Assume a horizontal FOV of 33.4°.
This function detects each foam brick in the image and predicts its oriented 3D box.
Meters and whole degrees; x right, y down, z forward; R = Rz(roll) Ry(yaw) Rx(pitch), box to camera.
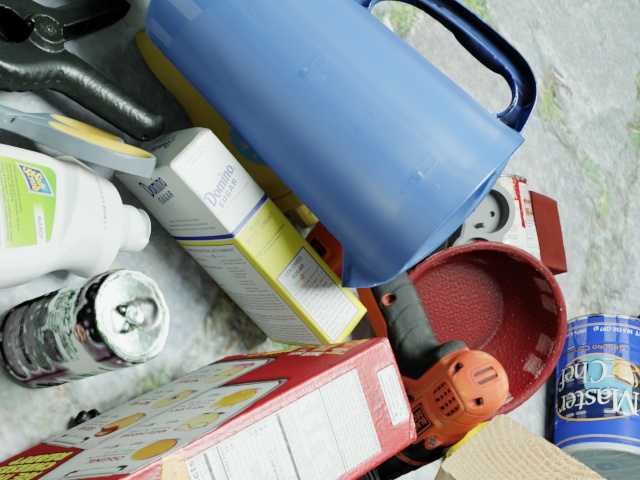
[{"bbox_3d":[0.206,-0.003,1.065,0.051,0.053,0.078,11,68,-45],"label":"foam brick"}]

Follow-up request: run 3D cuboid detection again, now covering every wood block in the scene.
[{"bbox_3d":[0.109,0.238,0.743,0.090,0.090,0.206,-25,139,-49],"label":"wood block"}]

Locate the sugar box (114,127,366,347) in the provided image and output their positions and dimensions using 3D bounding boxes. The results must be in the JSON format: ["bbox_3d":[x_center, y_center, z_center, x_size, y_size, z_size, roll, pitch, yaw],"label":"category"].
[{"bbox_3d":[-0.055,0.001,0.739,0.048,0.094,0.176,-48,114,-24],"label":"sugar box"}]

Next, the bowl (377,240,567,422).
[{"bbox_3d":[0.118,0.069,0.883,0.162,0.162,0.055,51,3,-21],"label":"bowl"}]

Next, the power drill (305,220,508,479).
[{"bbox_3d":[0.045,0.077,0.796,0.057,0.185,0.188,-19,70,-34],"label":"power drill"}]

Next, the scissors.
[{"bbox_3d":[-0.200,-0.079,0.663,0.201,0.096,0.016,19,98,-14],"label":"scissors"}]

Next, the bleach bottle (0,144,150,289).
[{"bbox_3d":[-0.201,-0.008,0.610,0.250,0.068,0.102,7,70,-49],"label":"bleach bottle"}]

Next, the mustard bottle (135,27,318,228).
[{"bbox_3d":[-0.053,-0.094,0.808,0.096,0.058,0.191,-40,106,-37],"label":"mustard bottle"}]

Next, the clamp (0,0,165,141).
[{"bbox_3d":[-0.176,-0.118,0.689,0.171,0.039,0.120,-5,57,-46],"label":"clamp"}]

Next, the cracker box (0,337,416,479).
[{"bbox_3d":[-0.076,0.127,0.590,0.213,0.164,0.072,-23,97,-40],"label":"cracker box"}]

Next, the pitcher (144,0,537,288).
[{"bbox_3d":[0.012,-0.102,0.698,0.243,0.145,0.149,44,45,5],"label":"pitcher"}]

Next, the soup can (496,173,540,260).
[{"bbox_3d":[0.170,-0.005,1.014,0.068,0.069,0.102,8,70,-46],"label":"soup can"}]

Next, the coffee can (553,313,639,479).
[{"bbox_3d":[0.281,0.156,1.046,0.102,0.103,0.140,33,53,-35],"label":"coffee can"}]
